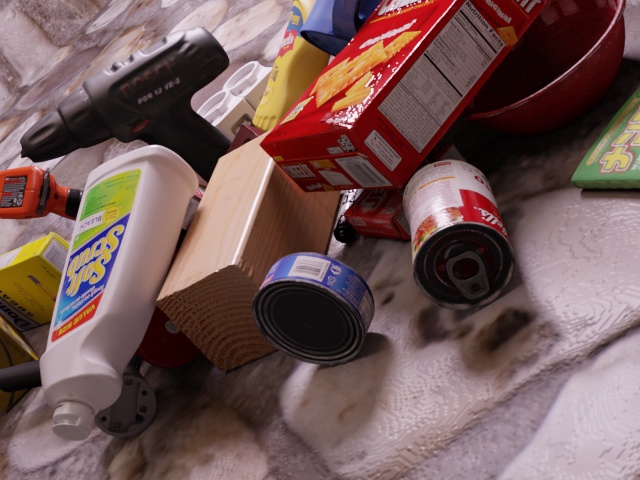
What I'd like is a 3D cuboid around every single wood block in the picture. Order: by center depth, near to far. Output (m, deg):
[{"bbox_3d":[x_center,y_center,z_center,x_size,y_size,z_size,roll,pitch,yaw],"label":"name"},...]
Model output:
[{"bbox_3d":[-0.055,0.001,0.928,0.090,0.090,0.206,-26,28,29],"label":"wood block"}]

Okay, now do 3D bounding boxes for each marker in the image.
[{"bbox_3d":[0.031,-0.039,0.953,0.020,0.020,0.121,-26,28,31],"label":"marker"}]

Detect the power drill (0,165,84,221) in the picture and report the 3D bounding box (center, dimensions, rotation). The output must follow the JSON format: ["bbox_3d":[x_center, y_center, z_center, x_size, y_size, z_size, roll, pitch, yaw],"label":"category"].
[{"bbox_3d":[-0.273,-0.034,1.205,0.185,0.187,0.057,-3,78,48],"label":"power drill"}]

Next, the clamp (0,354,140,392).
[{"bbox_3d":[-0.240,0.121,1.059,0.164,0.036,0.210,-38,26,-11],"label":"clamp"}]

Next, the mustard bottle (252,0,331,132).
[{"bbox_3d":[-0.017,-0.204,1.148,0.096,0.058,0.192,-128,56,-72],"label":"mustard bottle"}]

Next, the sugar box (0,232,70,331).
[{"bbox_3d":[-0.339,0.053,1.259,0.177,0.093,0.048,-20,32,40],"label":"sugar box"}]

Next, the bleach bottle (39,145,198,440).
[{"bbox_3d":[-0.171,0.043,0.878,0.103,0.068,0.250,-18,48,30],"label":"bleach bottle"}]

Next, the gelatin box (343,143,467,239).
[{"bbox_3d":[0.070,-0.042,0.887,0.089,0.030,0.073,-49,25,-17],"label":"gelatin box"}]

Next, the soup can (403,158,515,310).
[{"bbox_3d":[0.094,-0.007,0.747,0.069,0.068,0.102,-34,25,17],"label":"soup can"}]

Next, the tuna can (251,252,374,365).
[{"bbox_3d":[-0.004,0.050,0.777,0.086,0.086,0.033,-21,29,38],"label":"tuna can"}]

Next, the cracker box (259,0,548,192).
[{"bbox_3d":[0.065,-0.139,0.877,0.213,0.072,0.164,-52,21,-16],"label":"cracker box"}]

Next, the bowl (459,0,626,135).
[{"bbox_3d":[0.181,-0.134,0.846,0.162,0.055,0.162,-33,25,18],"label":"bowl"}]

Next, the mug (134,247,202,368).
[{"bbox_3d":[-0.144,0.054,0.956,0.082,0.093,0.117,18,101,57],"label":"mug"}]
